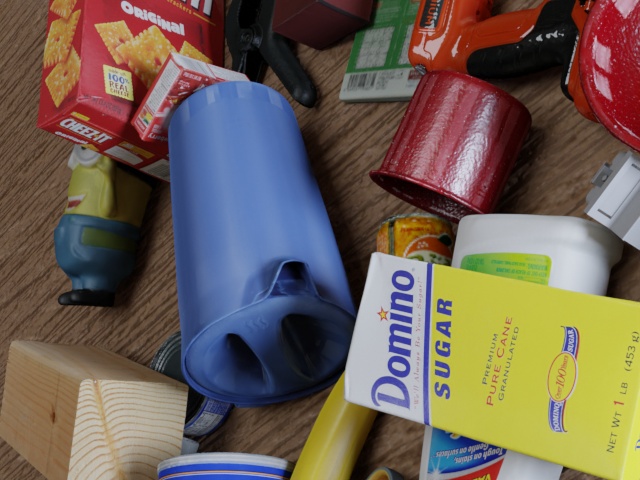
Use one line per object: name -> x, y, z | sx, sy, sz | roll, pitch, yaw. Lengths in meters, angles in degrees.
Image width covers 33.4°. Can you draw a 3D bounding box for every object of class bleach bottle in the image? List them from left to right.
bleach bottle -> 0.112, 0.112, 0.643 | 0.103, 0.068, 0.251 | 2, 78, 44

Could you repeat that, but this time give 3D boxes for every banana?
banana -> 0.010, 0.153, 0.728 | 0.070, 0.037, 0.197 | -32, 30, 55

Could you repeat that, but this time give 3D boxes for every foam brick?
foam brick -> 0.002, -0.200, 0.888 | 0.078, 0.051, 0.053 | -13, 63, 57

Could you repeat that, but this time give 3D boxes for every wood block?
wood block -> -0.195, 0.144, 0.890 | 0.206, 0.090, 0.091 | 7, 90, 60

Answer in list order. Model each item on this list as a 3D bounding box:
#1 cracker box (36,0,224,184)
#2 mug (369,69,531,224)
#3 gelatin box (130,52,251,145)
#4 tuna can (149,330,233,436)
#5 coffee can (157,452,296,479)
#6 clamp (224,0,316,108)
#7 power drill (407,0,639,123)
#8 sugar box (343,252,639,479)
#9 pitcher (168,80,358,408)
cracker box -> -0.167, -0.178, 0.984 | 0.072, 0.164, 0.213 | -21, 59, 38
mug -> 0.090, -0.062, 0.732 | 0.117, 0.093, 0.081 | 157, 138, -83
gelatin box -> -0.105, -0.113, 0.906 | 0.073, 0.089, 0.030 | -55, 52, 22
tuna can -> -0.107, 0.119, 0.889 | 0.086, 0.033, 0.086 | -21, 59, 40
coffee can -> -0.067, 0.228, 0.749 | 0.103, 0.102, 0.140 | -20, 60, 40
clamp -> -0.047, -0.172, 0.950 | 0.120, 0.039, 0.171 | -8, 75, 38
power drill -> 0.155, -0.170, 0.721 | 0.188, 0.057, 0.184 | 9, 80, 48
sugar box -> 0.099, 0.066, 0.595 | 0.176, 0.048, 0.093 | 10, 86, 34
pitcher -> -0.055, 0.001, 0.829 | 0.149, 0.144, 0.243 | -30, 49, 20
